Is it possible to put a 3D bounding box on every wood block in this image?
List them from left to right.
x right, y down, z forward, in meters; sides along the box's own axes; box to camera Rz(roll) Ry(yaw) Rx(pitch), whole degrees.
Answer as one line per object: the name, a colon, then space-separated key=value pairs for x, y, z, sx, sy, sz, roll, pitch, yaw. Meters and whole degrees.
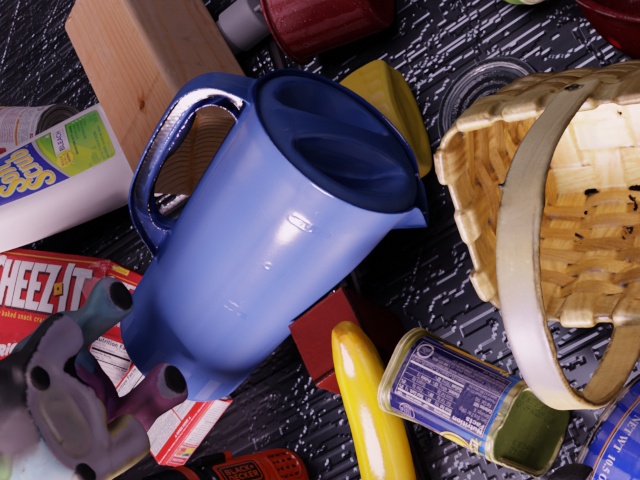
wood block: x=-0.135 y=-0.143 z=0.914 sx=0.091 sy=0.090 sz=0.206 roll=-53 pitch=52 yaw=35

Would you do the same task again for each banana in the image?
banana: x=0.040 y=0.144 z=0.691 sx=0.037 sy=0.069 sz=0.198 roll=-11 pitch=94 yaw=7

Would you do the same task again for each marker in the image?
marker: x=0.134 y=-0.018 z=0.740 sx=0.121 sy=0.020 sz=0.020 roll=29 pitch=90 yaw=40

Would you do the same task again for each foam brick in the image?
foam brick: x=0.026 y=0.075 z=0.744 sx=0.053 sy=0.078 sz=0.051 roll=-38 pitch=54 yaw=15

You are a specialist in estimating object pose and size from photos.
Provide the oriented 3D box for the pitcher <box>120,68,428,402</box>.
pitcher: x=-0.055 y=0.001 z=0.758 sx=0.243 sy=0.144 sz=0.149 roll=-51 pitch=62 yaw=33

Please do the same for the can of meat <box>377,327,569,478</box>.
can of meat: x=0.099 y=0.103 z=0.666 sx=0.084 sy=0.102 sz=0.057 roll=23 pitch=86 yaw=37

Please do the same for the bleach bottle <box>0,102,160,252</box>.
bleach bottle: x=-0.268 y=-0.035 z=0.953 sx=0.251 sy=0.068 sz=0.103 roll=-27 pitch=53 yaw=0

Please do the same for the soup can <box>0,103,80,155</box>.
soup can: x=-0.283 y=-0.099 z=1.044 sx=0.102 sy=0.068 sz=0.068 roll=3 pitch=74 yaw=36

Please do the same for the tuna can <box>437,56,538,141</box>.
tuna can: x=0.127 y=-0.087 z=0.763 sx=0.086 sy=0.033 sz=0.086 roll=-14 pitch=64 yaw=31

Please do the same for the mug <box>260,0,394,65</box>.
mug: x=0.011 y=-0.204 z=0.869 sx=0.082 sy=0.093 sz=0.117 roll=-15 pitch=27 yaw=26

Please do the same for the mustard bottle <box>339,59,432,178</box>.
mustard bottle: x=-0.011 y=-0.057 z=0.835 sx=0.192 sy=0.058 sz=0.096 roll=-27 pitch=66 yaw=26

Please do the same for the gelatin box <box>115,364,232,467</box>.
gelatin box: x=-0.121 y=0.126 z=0.861 sx=0.073 sy=0.030 sz=0.089 roll=-53 pitch=51 yaw=9

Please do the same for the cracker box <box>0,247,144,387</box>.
cracker box: x=-0.247 y=0.118 z=0.929 sx=0.164 sy=0.072 sz=0.213 roll=5 pitch=74 yaw=37
